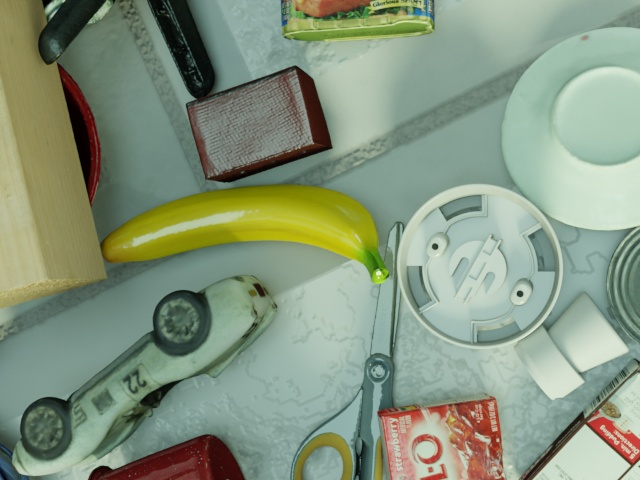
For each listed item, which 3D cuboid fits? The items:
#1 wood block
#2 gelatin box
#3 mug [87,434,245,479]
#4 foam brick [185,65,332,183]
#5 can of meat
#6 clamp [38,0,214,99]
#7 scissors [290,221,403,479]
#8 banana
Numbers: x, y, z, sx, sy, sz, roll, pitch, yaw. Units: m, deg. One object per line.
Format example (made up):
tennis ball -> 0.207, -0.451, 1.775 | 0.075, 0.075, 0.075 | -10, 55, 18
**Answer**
wood block -> -0.210, -0.064, 0.655 | 0.090, 0.090, 0.206 | -15, 86, 13
gelatin box -> 0.078, 0.145, 0.665 | 0.073, 0.030, 0.089 | -8, 88, -4
mug -> -0.088, 0.185, 0.691 | 0.081, 0.093, 0.117 | -23, 116, 7
foam brick -> -0.038, -0.074, 0.692 | 0.078, 0.053, 0.051 | -17, 86, 14
can of meat -> 0.023, -0.172, 0.676 | 0.102, 0.057, 0.084 | -1, 92, 14
clamp -> -0.112, -0.176, 0.703 | 0.039, 0.120, 0.171 | -2, 72, 50
scissors -> 0.020, 0.094, 0.694 | 0.096, 0.016, 0.202 | -8, 88, 9
banana -> -0.045, -0.009, 0.689 | 0.198, 0.069, 0.037 | 2, 124, 20
